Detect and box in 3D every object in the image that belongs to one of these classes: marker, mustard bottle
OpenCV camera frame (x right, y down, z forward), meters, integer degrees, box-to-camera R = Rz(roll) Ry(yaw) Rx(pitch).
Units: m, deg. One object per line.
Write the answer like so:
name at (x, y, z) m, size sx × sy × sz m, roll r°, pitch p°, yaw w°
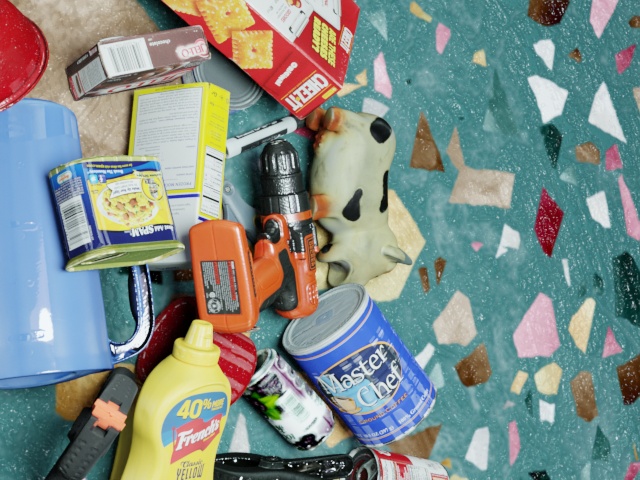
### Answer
marker at (-0.055, -0.115, 1.137) m, size 0.120 × 0.020 × 0.020 m, roll -26°, pitch 97°, yaw -33°
mustard bottle at (-0.124, 0.163, 0.941) m, size 0.096 × 0.058 × 0.192 m, roll 3°, pitch 103°, yaw -50°

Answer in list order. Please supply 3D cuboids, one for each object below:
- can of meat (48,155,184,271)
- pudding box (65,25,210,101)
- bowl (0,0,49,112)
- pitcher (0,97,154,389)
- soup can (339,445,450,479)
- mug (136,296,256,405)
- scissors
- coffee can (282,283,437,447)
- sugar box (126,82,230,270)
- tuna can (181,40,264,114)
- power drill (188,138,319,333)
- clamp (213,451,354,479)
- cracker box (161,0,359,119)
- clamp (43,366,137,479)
can of meat at (-0.171, -0.024, 0.892) m, size 0.101 × 0.058 × 0.084 m, roll -6°, pitch 78°, yaw -49°
pudding box at (-0.175, -0.170, 1.024) m, size 0.113 × 0.090 × 0.039 m, roll -15°, pitch 90°, yaw -34°
bowl at (-0.314, -0.170, 0.896) m, size 0.162 × 0.055 × 0.162 m, roll 0°, pitch 50°, yaw -1°
pitcher at (-0.246, 0.005, 0.928) m, size 0.149 × 0.145 × 0.243 m, roll 7°, pitch 74°, yaw -59°
soup can at (0.081, 0.262, 1.140) m, size 0.102 × 0.069 × 0.068 m, roll 18°, pitch 73°, yaw -31°
mug at (-0.116, 0.105, 1.031) m, size 0.081 × 0.093 × 0.117 m, roll 34°, pitch 31°, yaw -30°
scissors at (-0.104, -0.033, 1.094) m, size 0.201 × 0.016 × 0.096 m, roll 47°, pitch 61°, yaw -18°
coffee can at (0.041, 0.129, 1.108) m, size 0.102 × 0.103 × 0.140 m, roll -48°, pitch 113°, yaw -29°
sugar box at (-0.140, -0.060, 1.026) m, size 0.048 × 0.093 × 0.176 m, roll 17°, pitch 74°, yaw -59°
tuna can at (-0.101, -0.174, 1.107) m, size 0.086 × 0.034 × 0.086 m, roll 6°, pitch 80°, yaw -33°
power drill at (-0.057, 0.001, 1.023) m, size 0.187 × 0.057 × 0.184 m, roll -26°, pitch 110°, yaw -64°
clamp at (-0.041, 0.231, 1.029) m, size 0.171 × 0.120 × 0.039 m, roll 1°, pitch 90°, yaw -9°
cracker box at (-0.065, -0.248, 1.089) m, size 0.213 × 0.072 × 0.164 m, roll 40°, pitch 37°, yaw -23°
clamp at (-0.197, 0.171, 0.899) m, size 0.036 × 0.210 × 0.164 m, roll 32°, pitch 72°, yaw -7°
